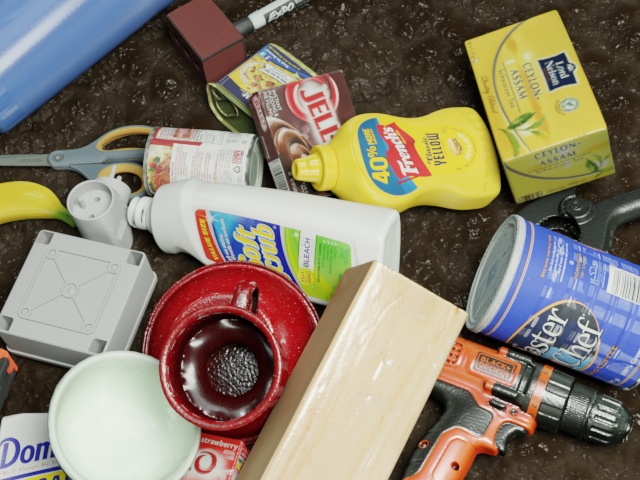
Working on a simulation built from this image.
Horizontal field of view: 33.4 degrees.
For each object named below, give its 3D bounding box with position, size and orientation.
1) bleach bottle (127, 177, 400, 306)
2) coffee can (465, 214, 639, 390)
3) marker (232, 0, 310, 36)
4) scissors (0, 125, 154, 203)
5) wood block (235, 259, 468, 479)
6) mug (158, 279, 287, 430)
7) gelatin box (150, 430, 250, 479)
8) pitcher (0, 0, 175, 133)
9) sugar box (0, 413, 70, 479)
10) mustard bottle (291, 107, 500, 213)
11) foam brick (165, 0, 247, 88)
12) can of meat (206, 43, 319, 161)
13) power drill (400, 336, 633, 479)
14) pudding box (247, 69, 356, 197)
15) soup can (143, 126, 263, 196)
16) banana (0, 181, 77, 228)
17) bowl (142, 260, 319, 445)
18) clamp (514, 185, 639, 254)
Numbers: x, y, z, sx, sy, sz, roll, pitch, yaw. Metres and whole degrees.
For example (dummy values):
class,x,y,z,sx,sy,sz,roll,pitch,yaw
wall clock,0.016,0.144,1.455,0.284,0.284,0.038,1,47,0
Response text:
class,x,y,z,sx,sy,sz,roll,pitch,yaw
bleach bottle,-0.056,0.001,0.966,0.251,0.102,0.068,10,31,18
coffee can,0.204,0.051,0.880,0.140,0.103,0.102,22,63,-4
marker,-0.047,-0.248,1.143,0.121,0.020,0.020,-31,62,-13
scissors,-0.249,-0.065,1.057,0.201,0.016,0.096,-14,60,-3
wood block,0.022,0.130,0.840,0.090,0.091,0.206,30,78,-8
mug,-0.068,0.088,0.828,0.093,0.081,0.117,10,82,8
gelatin box,-0.111,0.195,0.880,0.089,0.030,0.073,9,62,20
pitcher,-0.279,-0.227,1.099,0.145,0.149,0.242,42,74,8
sugar box,-0.224,0.229,0.868,0.093,0.048,0.176,-2,61,3
mustard bottle,0.065,-0.071,0.974,0.191,0.058,0.096,-6,70,-22
foam brick,-0.117,-0.205,1.105,0.051,0.053,0.078,-32,62,-13
can of meat,-0.049,-0.139,1.059,0.083,0.057,0.102,-40,65,-19
power drill,0.140,0.177,0.862,0.185,0.057,0.187,19,60,19
pudding box,-0.008,-0.095,1.001,0.089,0.039,0.113,-18,93,-23
soup can,-0.110,-0.071,1.018,0.102,0.068,0.068,5,61,7
banana,-0.334,-0.011,1.020,0.197,0.037,0.070,-23,60,-8
bowl,-0.079,0.092,0.900,0.162,0.055,0.162,-1,80,6
clamp,0.231,-0.030,0.983,0.210,0.036,0.165,-43,55,-14
